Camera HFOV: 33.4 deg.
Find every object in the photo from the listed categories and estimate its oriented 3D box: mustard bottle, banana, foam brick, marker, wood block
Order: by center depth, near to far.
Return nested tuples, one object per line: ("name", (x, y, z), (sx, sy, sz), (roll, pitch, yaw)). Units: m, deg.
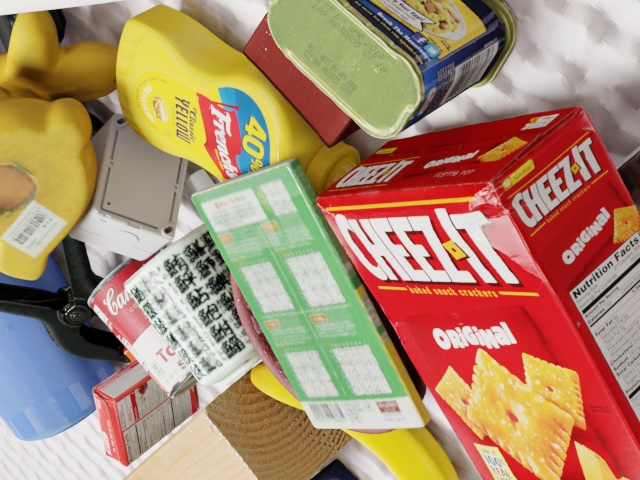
("foam brick", (0.006, -0.103, 0.605), (0.078, 0.052, 0.051), (48, 141, 7))
("mustard bottle", (-0.045, -0.072, 0.675), (0.192, 0.058, 0.096), (31, 137, 27))
("banana", (0.035, 0.140, 0.746), (0.198, 0.037, 0.070), (44, 102, 16))
("marker", (-0.055, 0.001, 0.768), (0.121, 0.020, 0.020), (52, 141, 4))
("wood block", (-0.076, 0.179, 0.861), (0.091, 0.090, 0.206), (51, 141, 4))

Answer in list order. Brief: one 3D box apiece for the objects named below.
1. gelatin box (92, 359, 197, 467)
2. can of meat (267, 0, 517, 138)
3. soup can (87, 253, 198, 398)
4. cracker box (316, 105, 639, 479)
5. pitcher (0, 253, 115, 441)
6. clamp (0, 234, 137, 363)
("gelatin box", (-0.147, 0.135, 0.902), (0.030, 0.089, 0.073), (23, 131, 34))
("can of meat", (0.035, -0.109, 0.546), (0.102, 0.083, 0.058), (44, 140, 13))
("soup can", (-0.126, 0.066, 0.848), (0.102, 0.068, 0.069), (47, 141, 8))
("cracker box", (0.107, 0.047, 0.552), (0.213, 0.072, 0.164), (58, 156, -15))
("pitcher", (-0.296, 0.061, 0.959), (0.149, 0.144, 0.243), (-14, 111, 38))
("clamp", (-0.203, 0.044, 0.893), (0.120, 0.039, 0.171), (-38, 131, 20))
